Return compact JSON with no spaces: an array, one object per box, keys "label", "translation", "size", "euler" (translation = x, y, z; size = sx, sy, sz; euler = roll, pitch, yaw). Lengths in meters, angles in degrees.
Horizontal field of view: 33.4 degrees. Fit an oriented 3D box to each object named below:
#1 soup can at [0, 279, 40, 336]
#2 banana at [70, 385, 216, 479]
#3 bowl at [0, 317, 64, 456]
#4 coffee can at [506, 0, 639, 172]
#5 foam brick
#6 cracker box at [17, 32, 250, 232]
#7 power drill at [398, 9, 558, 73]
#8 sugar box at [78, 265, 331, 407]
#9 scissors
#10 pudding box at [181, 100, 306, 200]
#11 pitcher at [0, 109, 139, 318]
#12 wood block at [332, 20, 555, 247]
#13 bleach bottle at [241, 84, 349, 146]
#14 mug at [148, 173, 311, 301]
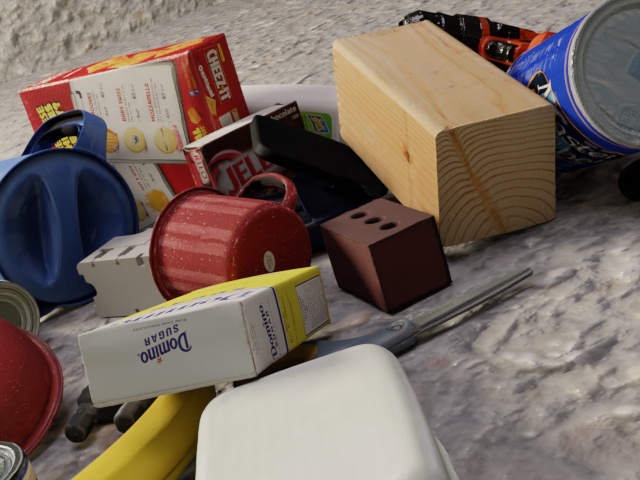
[{"label":"soup can","translation":[-0.277,0.062,0.849],"size":[0.102,0.068,0.068],"euler":[3,29,46]},{"label":"banana","translation":[-0.108,0.122,0.574],"size":[0.070,0.037,0.197],"euler":[-3,25,39]},{"label":"bowl","translation":[-0.250,0.092,0.679],"size":[0.162,0.055,0.162],"euler":[-6,40,5]},{"label":"coffee can","translation":[0.197,-0.106,0.752],"size":[0.102,0.103,0.140],"euler":[-23,1,-10]},{"label":"foam brick","translation":[0.043,0.008,0.720],"size":[0.053,0.051,0.078],"euler":[-25,20,-19]},{"label":"cracker box","translation":[-0.166,-0.096,1.027],"size":[0.214,0.164,0.072],"euler":[-6,21,32]},{"label":"power drill","translation":[0.181,-0.171,0.977],"size":[0.184,0.057,0.188],"euler":[6,16,-20]},{"label":"sugar box","translation":[-0.059,0.050,0.617],"size":[0.093,0.048,0.176],"euler":[-13,-1,13]},{"label":"scissors","translation":[0.030,0.058,0.652],"size":[0.201,0.016,0.096],"euler":[-30,22,-30]},{"label":"pudding box","translation":[-0.058,-0.063,0.948],"size":[0.113,0.090,0.039],"euler":[-32,23,-34]},{"label":"pitcher","translation":[-0.271,-0.027,0.982],"size":[0.149,0.145,0.243],"euler":[-31,20,-29]},{"label":"wood block","translation":[0.086,-0.088,0.804],"size":[0.090,0.091,0.206],"euler":[-14,31,-13]},{"label":"bleach bottle","translation":[-0.008,-0.097,1.013],"size":[0.251,0.102,0.068],"euler":[7,34,40]},{"label":"mug","translation":[-0.055,0.001,0.763],"size":[0.082,0.093,0.117],"euler":[8,57,43]}]
